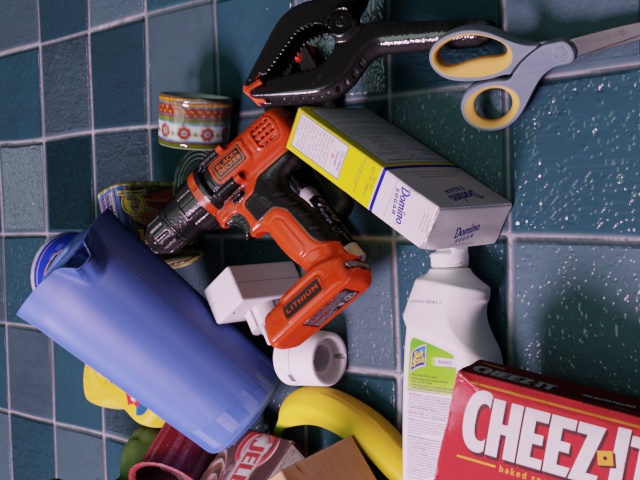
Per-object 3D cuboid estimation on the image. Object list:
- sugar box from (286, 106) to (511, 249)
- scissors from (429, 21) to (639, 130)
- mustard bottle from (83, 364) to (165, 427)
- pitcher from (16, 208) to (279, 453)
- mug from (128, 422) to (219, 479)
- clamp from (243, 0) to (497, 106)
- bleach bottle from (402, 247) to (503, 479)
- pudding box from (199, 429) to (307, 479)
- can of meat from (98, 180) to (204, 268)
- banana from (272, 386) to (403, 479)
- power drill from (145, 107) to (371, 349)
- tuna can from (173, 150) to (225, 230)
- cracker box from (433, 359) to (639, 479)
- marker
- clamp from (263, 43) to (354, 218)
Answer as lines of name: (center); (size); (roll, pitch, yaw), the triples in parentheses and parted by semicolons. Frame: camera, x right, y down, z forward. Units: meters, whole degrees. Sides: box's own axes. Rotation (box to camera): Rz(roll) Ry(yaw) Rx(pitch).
sugar box: (0.062, -0.054, 0.880); (0.176, 0.093, 0.048); (42, 123, 37)
scissors: (0.177, -0.124, 0.800); (0.202, 0.016, 0.096); (6, 126, 30)
mustard bottle: (-0.188, 0.156, 1.186); (0.192, 0.058, 0.096); (11, 83, 45)
pitcher: (-0.163, 0.094, 1.045); (0.243, 0.149, 0.145); (41, 116, -7)
mug: (-0.135, 0.239, 1.110); (0.093, 0.081, 0.117); (-2, 128, 28)
clamp: (0.023, -0.187, 0.897); (0.210, 0.036, 0.164); (-27, 65, 13)
bleach bottle: (0.113, 0.127, 0.862); (0.103, 0.067, 0.251); (-1, 90, 46)
pudding box: (-0.075, 0.237, 1.021); (0.090, 0.039, 0.113); (0, 49, 52)
can of meat: (-0.182, -0.016, 1.140); (0.058, 0.101, 0.084); (-28, 70, 45)
banana: (0.024, 0.174, 0.982); (0.198, 0.037, 0.069); (13, 120, 47)
power drill: (-0.056, 0.001, 0.950); (0.185, 0.057, 0.188); (-41, 69, 18)
tuna can: (-0.115, -0.053, 1.113); (0.086, 0.033, 0.086); (5, 96, 47)
cracker box: (0.160, 0.209, 0.754); (0.164, 0.072, 0.214); (12, 96, 22)
marker: (0.003, -0.024, 0.999); (0.121, 0.020, 0.020); (54, 128, 30)
clamp: (-0.027, -0.097, 0.999); (0.120, 0.039, 0.171); (-9, 78, 26)
